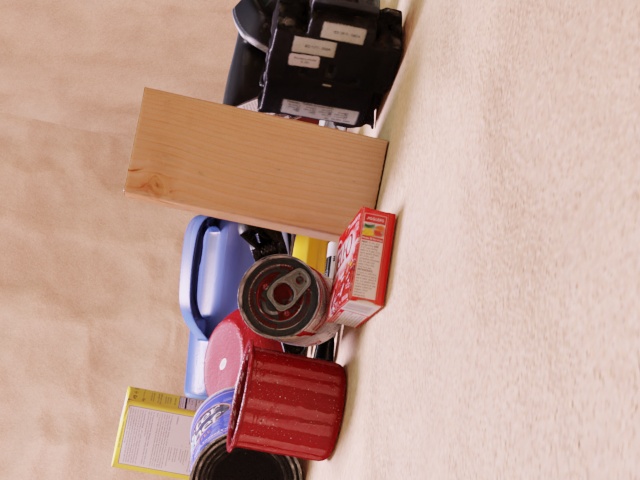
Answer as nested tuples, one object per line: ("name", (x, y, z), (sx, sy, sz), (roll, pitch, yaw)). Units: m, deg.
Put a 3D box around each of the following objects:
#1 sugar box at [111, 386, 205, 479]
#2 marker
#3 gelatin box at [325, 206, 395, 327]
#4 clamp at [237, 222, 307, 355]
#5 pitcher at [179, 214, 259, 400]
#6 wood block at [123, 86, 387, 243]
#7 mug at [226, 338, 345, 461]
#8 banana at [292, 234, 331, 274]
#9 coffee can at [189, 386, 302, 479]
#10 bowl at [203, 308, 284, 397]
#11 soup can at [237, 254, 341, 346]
("sugar box", (-0.153, 0.237, 1.275), (0.048, 0.176, 0.093), (-105, 29, -70))
("marker", (0.009, 0.058, 0.956), (0.020, 0.020, 0.121), (117, 163, -63))
("gelatin box", (0.029, 0.022, 0.818), (0.089, 0.030, 0.073), (126, 155, -72))
("clamp", (-0.057, 0.001, 1.116), (0.210, 0.036, 0.164), (-104, -3, -55))
("pitcher", (-0.109, 0.084, 1.341), (0.145, 0.149, 0.243), (140, 138, -79))
("wood block", (-0.057, -0.060, 0.919), (0.090, 0.206, 0.091), (167, 114, -82))
("mug", (-0.030, 0.136, 0.880), (0.117, 0.081, 0.093), (125, 156, -71))
("banana", (-0.004, 0.020, 1.065), (0.070, 0.037, 0.197), (-55, 20, 32))
("coffee can", (-0.074, 0.207, 1.016), (0.140, 0.102, 0.103), (-125, 48, -80))
("bowl", (-0.083, 0.134, 1.158), (0.162, 0.055, 0.162), (-26, 59, 53))
("soup can", (-0.021, 0.052, 0.888), (0.102, 0.068, 0.068), (34, -114, -73))
